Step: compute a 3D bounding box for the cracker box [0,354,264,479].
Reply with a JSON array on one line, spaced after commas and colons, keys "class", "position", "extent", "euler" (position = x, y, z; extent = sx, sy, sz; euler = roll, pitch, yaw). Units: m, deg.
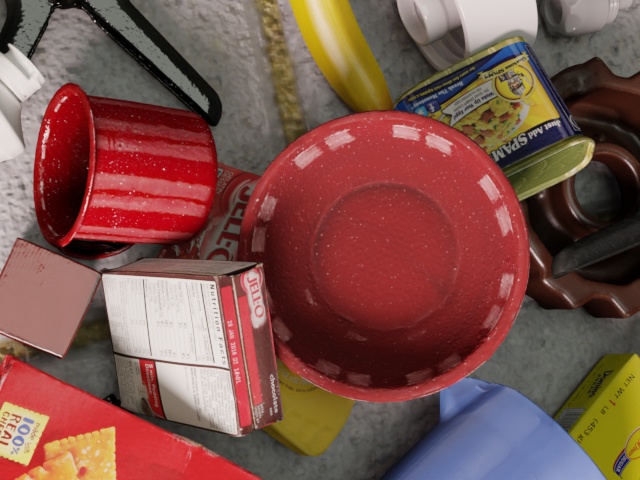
[{"class": "cracker box", "position": [-0.112, 0.179, 0.567], "extent": [0.214, 0.072, 0.164], "euler": [22, 75, 20]}]

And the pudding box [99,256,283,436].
[{"class": "pudding box", "position": [-0.074, 0.057, 0.605], "extent": [0.039, 0.114, 0.090], "euler": [-15, 102, -46]}]

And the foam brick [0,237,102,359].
[{"class": "foam brick", "position": [-0.163, 0.035, 0.616], "extent": [0.051, 0.078, 0.053], "euler": [25, 77, -13]}]

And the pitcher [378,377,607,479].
[{"class": "pitcher", "position": [0.063, 0.213, 0.632], "extent": [0.242, 0.149, 0.145], "euler": [-38, 130, -13]}]

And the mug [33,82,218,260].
[{"class": "mug", "position": [-0.117, -0.031, 0.627], "extent": [0.081, 0.117, 0.093], "euler": [4, 41, -34]}]

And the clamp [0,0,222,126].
[{"class": "clamp", "position": [-0.148, -0.154, 0.665], "extent": [0.164, 0.036, 0.210], "euler": [-4, 88, -18]}]

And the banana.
[{"class": "banana", "position": [0.005, -0.165, 0.682], "extent": [0.037, 0.070, 0.198], "euler": [-31, 125, -31]}]

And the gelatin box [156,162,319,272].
[{"class": "gelatin box", "position": [-0.054, 0.001, 0.654], "extent": [0.089, 0.073, 0.030], "euler": [-60, 142, -14]}]

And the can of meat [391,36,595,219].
[{"class": "can of meat", "position": [0.105, -0.068, 0.669], "extent": [0.102, 0.057, 0.084], "euler": [-26, 71, 1]}]

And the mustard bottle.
[{"class": "mustard bottle", "position": [0.014, 0.035, 0.676], "extent": [0.096, 0.058, 0.191], "euler": [38, 74, -2]}]

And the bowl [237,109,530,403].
[{"class": "bowl", "position": [0.036, 0.009, 0.612], "extent": [0.162, 0.055, 0.162], "euler": [0, 90, 6]}]
